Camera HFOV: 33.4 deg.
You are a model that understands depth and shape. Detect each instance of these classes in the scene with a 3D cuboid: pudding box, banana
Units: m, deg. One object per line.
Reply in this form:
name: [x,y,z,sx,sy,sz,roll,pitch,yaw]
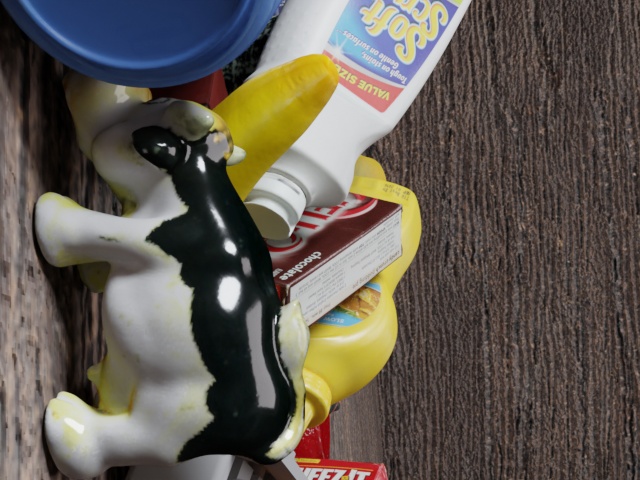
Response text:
pudding box: [-0.020,0.005,0.590,0.113,0.090,0.039,-37,131,-45]
banana: [-0.049,-0.004,0.496,0.037,0.069,0.198,-97,-160,-55]

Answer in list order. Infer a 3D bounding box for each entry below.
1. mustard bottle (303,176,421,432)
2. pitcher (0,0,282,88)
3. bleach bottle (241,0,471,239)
mustard bottle: [0.000,0.041,0.638,0.191,0.096,0.058,-72,157,-46]
pitcher: [-0.055,-0.166,0.447,0.145,0.149,0.242,-50,-166,27]
bleach bottle: [0.022,-0.103,0.579,0.102,0.068,0.250,46,54,-33]
